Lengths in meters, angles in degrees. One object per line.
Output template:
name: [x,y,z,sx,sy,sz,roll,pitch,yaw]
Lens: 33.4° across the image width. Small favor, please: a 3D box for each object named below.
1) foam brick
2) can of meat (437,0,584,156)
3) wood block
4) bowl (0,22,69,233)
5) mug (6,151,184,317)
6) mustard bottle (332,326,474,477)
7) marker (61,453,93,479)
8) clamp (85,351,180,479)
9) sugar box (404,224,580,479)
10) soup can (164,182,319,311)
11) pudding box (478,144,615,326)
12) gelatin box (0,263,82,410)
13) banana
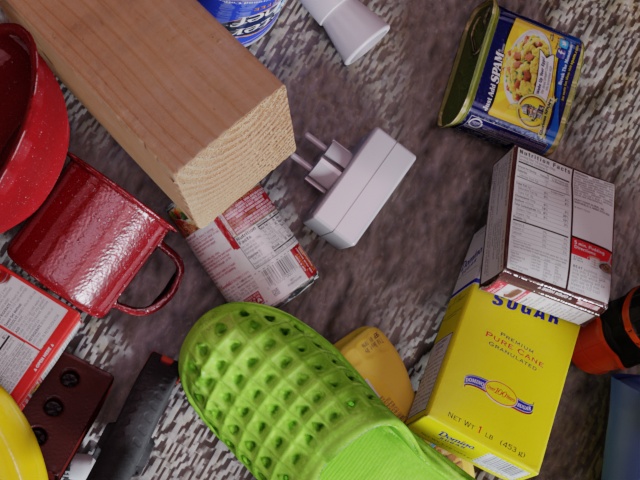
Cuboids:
foam brick: [-0.182,0.118,0.725,0.053,0.051,0.078,27,65,-3]
can of meat: [0.147,-0.122,0.819,0.084,0.057,0.102,19,83,-12]
wood block: [-0.119,-0.119,0.710,0.090,0.091,0.206,-41,72,-11]
bowl: [-0.217,-0.061,0.711,0.055,0.162,0.162,27,79,-43]
mug: [-0.150,0.006,0.734,0.117,0.093,0.081,36,84,-9]
mustard bottle: [0.056,0.163,0.778,0.096,0.058,0.191,-37,93,-10]
marker: [-0.220,0.152,0.743,0.121,0.020,0.020,8,84,-11]
clamp: [-0.131,0.140,0.706,0.039,0.120,0.171,26,56,-9]
sugar box: [0.134,0.077,0.779,0.093,0.048,0.176,28,62,-8]
soup can: [-0.055,0.001,0.763,0.068,0.068,0.102,-34,93,-12]
pudding box: [0.168,-0.004,0.783,0.090,0.039,0.113,19,58,-13]
gelatin box: [-0.212,0.057,0.692,0.089,0.030,0.073,31,72,1]
banana: [-0.198,0.169,0.662,0.069,0.037,0.198,-5,101,-49]
